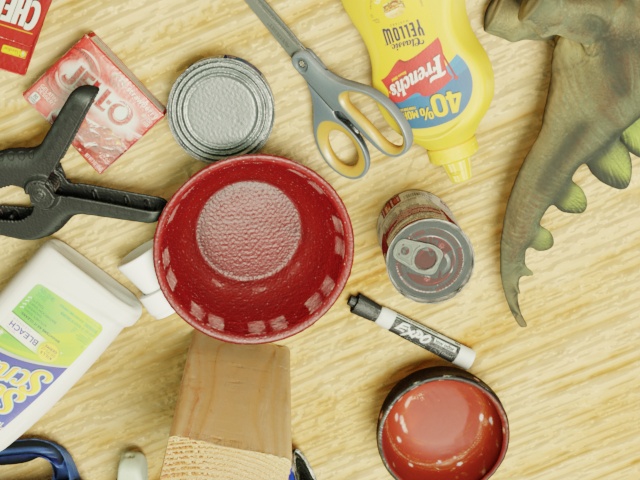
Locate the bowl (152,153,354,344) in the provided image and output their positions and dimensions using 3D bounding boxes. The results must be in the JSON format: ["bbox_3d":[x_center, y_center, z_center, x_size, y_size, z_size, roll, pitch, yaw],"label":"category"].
[{"bbox_3d":[-0.056,0.001,0.870,0.162,0.055,0.162,-3,110,-8],"label":"bowl"}]

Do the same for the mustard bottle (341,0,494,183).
[{"bbox_3d":[0.083,-0.135,0.832,0.096,0.058,0.191,-10,109,30],"label":"mustard bottle"}]

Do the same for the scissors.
[{"bbox_3d":[-0.013,-0.125,0.856,0.202,0.016,0.096,39,135,9],"label":"scissors"}]

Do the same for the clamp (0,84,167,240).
[{"bbox_3d":[-0.207,-0.039,0.851,0.172,0.039,0.120,-27,106,27],"label":"clamp"}]

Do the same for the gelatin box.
[{"bbox_3d":[-0.180,-0.110,0.854,0.073,0.030,0.089,-41,103,10],"label":"gelatin box"}]

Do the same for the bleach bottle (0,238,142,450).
[{"bbox_3d":[-0.263,0.124,0.881,0.102,0.068,0.251,38,93,-11],"label":"bleach bottle"}]

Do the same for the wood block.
[{"bbox_3d":[-0.074,0.155,0.841,0.090,0.206,0.091,12,105,-5],"label":"wood block"}]

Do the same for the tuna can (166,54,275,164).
[{"bbox_3d":[-0.079,-0.105,0.856,0.086,0.034,0.086,0,106,-1],"label":"tuna can"}]

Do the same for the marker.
[{"bbox_3d":[0.077,0.078,0.920,0.121,0.020,0.020,27,103,-9],"label":"marker"}]

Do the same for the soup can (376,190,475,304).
[{"bbox_3d":[0.082,0.002,0.855,0.068,0.102,0.068,0,106,-2],"label":"soup can"}]
